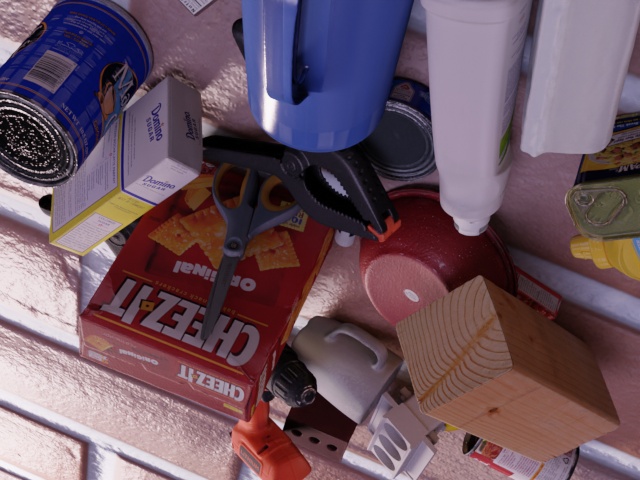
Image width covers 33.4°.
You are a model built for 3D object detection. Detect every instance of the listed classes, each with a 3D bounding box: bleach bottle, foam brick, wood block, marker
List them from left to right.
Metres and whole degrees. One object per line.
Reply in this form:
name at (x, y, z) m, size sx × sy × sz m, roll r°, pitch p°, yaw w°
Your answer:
foam brick at (0.002, 0.210, 1.229) m, size 0.078 × 0.051 × 0.053 m, roll 22°, pitch 141°, yaw 5°
marker at (0.033, -0.038, 0.966) m, size 0.020 × 0.020 × 0.121 m, roll 22°, pitch 140°, yaw 5°
bleach bottle at (0.115, -0.096, 0.793) m, size 0.068 × 0.102 × 0.251 m, roll 15°, pitch 138°, yaw 18°
wood block at (0.168, 0.119, 0.932) m, size 0.091 × 0.090 × 0.205 m, roll -32°, pitch 142°, yaw 24°

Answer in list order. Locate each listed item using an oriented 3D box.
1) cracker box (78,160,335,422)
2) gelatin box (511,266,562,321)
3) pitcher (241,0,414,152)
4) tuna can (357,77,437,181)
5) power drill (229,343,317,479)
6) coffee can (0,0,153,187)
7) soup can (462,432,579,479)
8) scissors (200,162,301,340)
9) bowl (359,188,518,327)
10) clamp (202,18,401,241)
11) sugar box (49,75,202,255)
cracker box at (-0.095, 0.034, 0.962) m, size 0.164 × 0.213 × 0.072 m, roll 20°, pitch 141°, yaw 8°
gelatin box at (0.168, 0.062, 0.994) m, size 0.073 × 0.030 × 0.089 m, roll 33°, pitch 139°, yaw -7°
pitcher at (0.001, -0.165, 0.731) m, size 0.145 × 0.149 × 0.243 m, roll 58°, pitch 160°, yaw 28°
tuna can at (0.064, -0.091, 0.880) m, size 0.086 × 0.033 × 0.086 m, roll 15°, pitch 139°, yaw 13°
power drill at (-0.055, 0.173, 1.137) m, size 0.185 × 0.057 × 0.188 m, roll 37°, pitch 141°, yaw 48°
coffee can at (-0.219, -0.129, 0.909) m, size 0.103 × 0.140 × 0.103 m, roll 15°, pitch 139°, yaw 13°
soup can at (0.208, 0.214, 1.109) m, size 0.102 × 0.068 × 0.069 m, roll 27°, pitch 141°, yaw -2°
scissors at (-0.056, 0.001, 0.935) m, size 0.096 × 0.202 × 0.016 m, roll -2°, pitch 142°, yaw -2°
bowl at (0.092, 0.035, 0.958) m, size 0.162 × 0.055 × 0.162 m, roll 22°, pitch 134°, yaw 24°
clamp at (-0.021, -0.070, 0.915) m, size 0.210 × 0.036 × 0.165 m, roll 45°, pitch 144°, yaw 6°
sugar box at (-0.178, -0.065, 0.970) m, size 0.177 × 0.093 × 0.048 m, roll -28°, pitch 142°, yaw 33°
